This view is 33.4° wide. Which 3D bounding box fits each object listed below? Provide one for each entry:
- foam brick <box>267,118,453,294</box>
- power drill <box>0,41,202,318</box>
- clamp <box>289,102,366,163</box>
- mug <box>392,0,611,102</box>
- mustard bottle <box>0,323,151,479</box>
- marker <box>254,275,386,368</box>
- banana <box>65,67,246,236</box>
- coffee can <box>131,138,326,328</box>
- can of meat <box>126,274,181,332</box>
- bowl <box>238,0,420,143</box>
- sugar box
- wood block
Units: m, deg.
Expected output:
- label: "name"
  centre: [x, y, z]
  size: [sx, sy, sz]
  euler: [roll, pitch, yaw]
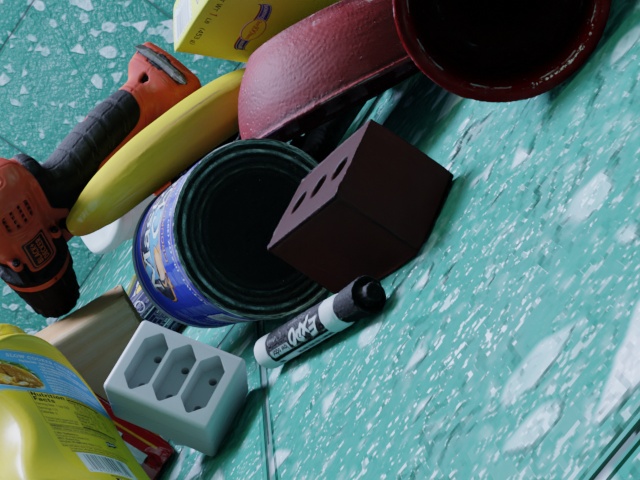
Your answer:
- label: "foam brick"
  centre: [0.019, -0.014, 0.537]
  size: [0.078, 0.051, 0.053]
  euler: [-38, 21, 54]
- label: "power drill"
  centre: [-0.160, -0.039, 0.769]
  size: [0.187, 0.057, 0.184]
  euler: [-46, -19, -19]
- label: "clamp"
  centre: [-0.015, -0.059, 0.827]
  size: [0.171, 0.039, 0.120]
  euler: [-57, 3, -38]
- label: "mug"
  centre: [0.093, -0.122, 0.489]
  size: [0.117, 0.093, 0.081]
  euler: [-18, 19, 15]
- label: "mustard bottle"
  centre: [-0.151, 0.102, 0.574]
  size: [0.058, 0.096, 0.192]
  euler: [-55, 46, 9]
- label: "marker"
  centre: [-0.002, 0.043, 0.541]
  size: [0.121, 0.020, 0.020]
  euler: [-36, 22, 57]
- label: "banana"
  centre: [-0.088, -0.069, 0.727]
  size: [0.197, 0.037, 0.070]
  euler: [-38, -14, -26]
- label: "coffee can"
  centre: [-0.054, 0.001, 0.657]
  size: [0.102, 0.102, 0.140]
  euler: [-58, 12, -15]
- label: "can of meat"
  centre: [-0.132, 0.034, 0.982]
  size: [0.084, 0.057, 0.102]
  euler: [-49, 14, 16]
- label: "bowl"
  centre: [0.007, -0.112, 0.679]
  size: [0.162, 0.055, 0.162]
  euler: [-27, 2, 1]
- label: "sugar box"
  centre: [-0.006, -0.157, 0.746]
  size: [0.093, 0.176, 0.048]
  euler: [-40, 49, 54]
- label: "wood block"
  centre: [-0.209, 0.125, 0.764]
  size: [0.206, 0.090, 0.091]
  euler: [-31, 10, -8]
